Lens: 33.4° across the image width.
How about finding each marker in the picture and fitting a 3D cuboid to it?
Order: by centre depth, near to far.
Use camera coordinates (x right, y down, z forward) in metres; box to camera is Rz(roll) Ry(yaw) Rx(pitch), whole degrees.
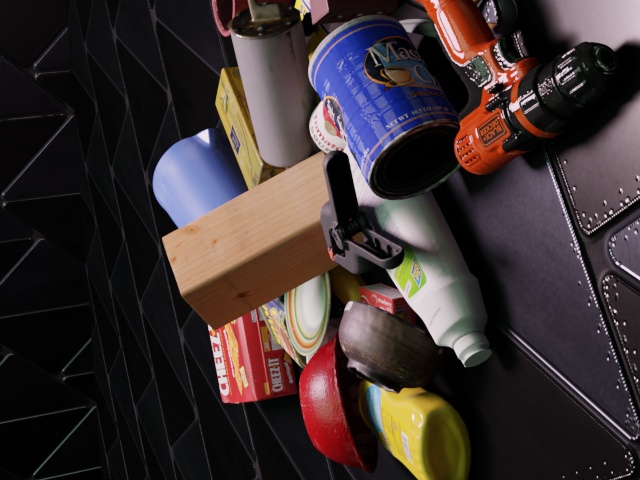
[{"bbox_3d":[-0.026,-0.213,1.178,0.121,0.020,0.020,128,130,-59],"label":"marker"}]

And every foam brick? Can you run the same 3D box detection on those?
[{"bbox_3d":[0.031,-0.248,1.061,0.053,0.078,0.051,166,94,-72],"label":"foam brick"}]

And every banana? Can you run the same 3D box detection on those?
[{"bbox_3d":[0.015,0.053,1.277,0.198,0.037,0.070,-146,52,-63],"label":"banana"}]

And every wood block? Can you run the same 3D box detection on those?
[{"bbox_3d":[-0.058,0.002,1.188,0.090,0.206,0.090,56,-173,-52],"label":"wood block"}]

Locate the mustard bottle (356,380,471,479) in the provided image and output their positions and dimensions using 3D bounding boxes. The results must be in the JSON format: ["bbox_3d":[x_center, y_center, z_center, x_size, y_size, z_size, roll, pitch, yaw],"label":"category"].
[{"bbox_3d":[0.086,0.184,1.112,0.192,0.058,0.096,29,136,65],"label":"mustard bottle"}]

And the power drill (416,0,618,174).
[{"bbox_3d":[0.136,-0.160,0.818,0.185,0.057,0.188,-37,71,60],"label":"power drill"}]

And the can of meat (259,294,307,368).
[{"bbox_3d":[-0.032,0.105,1.369,0.084,0.057,0.102,38,153,57],"label":"can of meat"}]

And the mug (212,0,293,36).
[{"bbox_3d":[-0.088,-0.301,1.346,0.117,0.081,0.093,129,129,-63],"label":"mug"}]

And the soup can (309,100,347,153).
[{"bbox_3d":[0.034,-0.134,1.112,0.102,0.068,0.068,141,119,-67],"label":"soup can"}]

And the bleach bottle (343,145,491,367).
[{"bbox_3d":[0.094,0.013,1.024,0.103,0.068,0.251,101,150,-54],"label":"bleach bottle"}]

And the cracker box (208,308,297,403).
[{"bbox_3d":[-0.108,0.157,1.594,0.214,0.072,0.164,154,107,-69],"label":"cracker box"}]

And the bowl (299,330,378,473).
[{"bbox_3d":[0.017,0.184,1.193,0.162,0.055,0.162,-15,-90,-78],"label":"bowl"}]

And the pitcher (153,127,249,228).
[{"bbox_3d":[-0.120,-0.019,1.385,0.149,0.145,0.243,52,180,-43],"label":"pitcher"}]

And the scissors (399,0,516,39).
[{"bbox_3d":[0.118,-0.169,0.950,0.202,0.016,0.096,176,85,-70],"label":"scissors"}]

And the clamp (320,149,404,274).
[{"bbox_3d":[0.026,-0.020,1.020,0.120,0.039,0.172,68,165,3],"label":"clamp"}]

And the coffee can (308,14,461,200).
[{"bbox_3d":[0.062,-0.122,0.979,0.103,0.102,0.140,108,143,-50],"label":"coffee can"}]

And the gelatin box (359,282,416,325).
[{"bbox_3d":[0.072,0.089,1.152,0.089,0.030,0.073,-161,65,-67],"label":"gelatin box"}]
